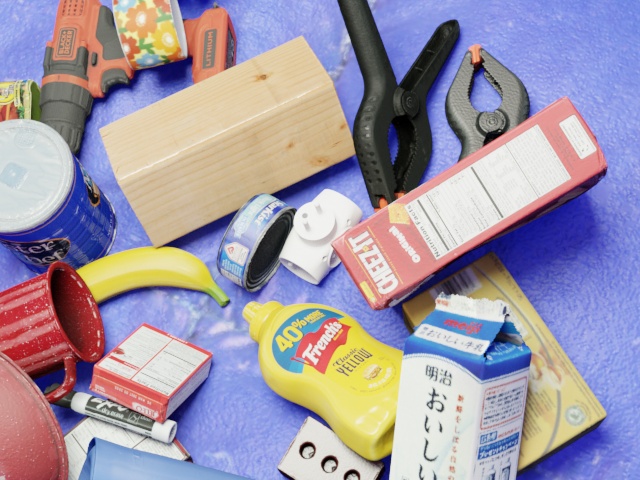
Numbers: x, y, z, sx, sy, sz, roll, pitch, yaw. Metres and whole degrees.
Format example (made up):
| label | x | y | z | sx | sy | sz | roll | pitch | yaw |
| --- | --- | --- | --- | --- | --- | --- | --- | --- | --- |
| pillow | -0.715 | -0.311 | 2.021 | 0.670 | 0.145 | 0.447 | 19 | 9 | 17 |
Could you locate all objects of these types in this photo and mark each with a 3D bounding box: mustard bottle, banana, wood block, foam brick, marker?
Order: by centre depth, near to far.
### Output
| label | x | y | z | sx | sy | sz | roll | pitch | yaw |
| --- | --- | --- | --- | --- | --- | --- | --- | --- | --- |
| foam brick | 0.010 | 0.192 | 0.901 | 0.078 | 0.051 | 0.053 | 29 | 76 | 15 |
| mustard bottle | 0.005 | 0.104 | 0.913 | 0.192 | 0.058 | 0.096 | 30 | 53 | 33 |
| marker | -0.182 | 0.147 | 0.915 | 0.121 | 0.020 | 0.020 | 15 | 73 | 13 |
| wood block | -0.084 | -0.091 | 0.975 | 0.206 | 0.090 | 0.091 | -25 | 44 | -3 |
| banana | -0.186 | 0.045 | 0.980 | 0.198 | 0.037 | 0.069 | -13 | 71 | 2 |

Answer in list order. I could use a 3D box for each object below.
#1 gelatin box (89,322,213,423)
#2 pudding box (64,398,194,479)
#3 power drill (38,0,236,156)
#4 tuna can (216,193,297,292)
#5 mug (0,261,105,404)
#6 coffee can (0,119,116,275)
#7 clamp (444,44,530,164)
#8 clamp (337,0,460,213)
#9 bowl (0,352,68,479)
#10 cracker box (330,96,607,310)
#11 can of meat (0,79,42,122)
| label | x | y | z | sx | sy | sz | roll | pitch | yaw |
| --- | --- | --- | --- | --- | --- | --- | --- | --- | --- |
| gelatin box | -0.146 | 0.115 | 0.929 | 0.073 | 0.089 | 0.030 | 22 | 118 | 13 |
| pudding box | -0.180 | 0.194 | 0.928 | 0.113 | 0.039 | 0.090 | -39 | 69 | -11 |
| power drill | -0.180 | -0.160 | 1.040 | 0.188 | 0.057 | 0.184 | 1 | 71 | 6 |
| tuna can | -0.056 | 0.001 | 0.956 | 0.034 | 0.086 | 0.086 | 29 | 76 | 16 |
| mug | -0.241 | 0.086 | 0.915 | 0.081 | 0.093 | 0.117 | -22 | 65 | 10 |
| coffee can | -0.252 | -0.033 | 0.959 | 0.103 | 0.140 | 0.103 | -2 | 71 | 5 |
| clamp | 0.152 | -0.097 | 0.995 | 0.120 | 0.039 | 0.171 | -18 | 70 | -3 |
| clamp | 0.062 | -0.132 | 0.975 | 0.036 | 0.164 | 0.210 | -2 | 75 | 45 |
| bowl | -0.286 | 0.167 | 0.886 | 0.162 | 0.162 | 0.055 | 36 | 37 | 16 |
| cracker box | 0.124 | -0.024 | 0.883 | 0.214 | 0.164 | 0.072 | -32 | 84 | 6 |
| can of meat | -0.315 | -0.105 | 1.036 | 0.084 | 0.057 | 0.102 | -4 | 70 | 2 |
